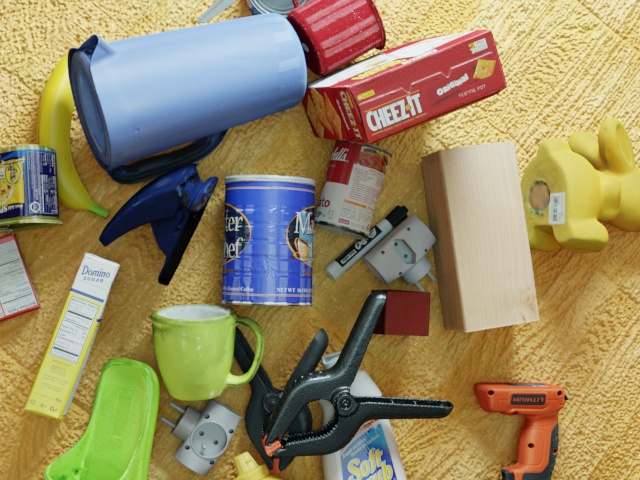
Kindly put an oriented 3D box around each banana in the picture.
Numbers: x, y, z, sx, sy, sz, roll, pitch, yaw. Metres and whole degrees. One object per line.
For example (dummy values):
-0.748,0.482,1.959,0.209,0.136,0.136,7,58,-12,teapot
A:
-0.283,-0.118,1.191,0.069,0.037,0.198,-7,91,-31,banana

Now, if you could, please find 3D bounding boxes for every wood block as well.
0.183,-0.004,1.235,0.090,0.090,0.206,-8,90,-10,wood block

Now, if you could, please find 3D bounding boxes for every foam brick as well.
0.090,0.083,1.222,0.053,0.078,0.051,4,86,-10,foam brick

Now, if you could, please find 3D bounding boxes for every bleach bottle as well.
0.040,0.252,1.216,0.102,0.068,0.251,-16,88,-10,bleach bottle

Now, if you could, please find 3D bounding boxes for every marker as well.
0.056,0.001,1.248,0.121,0.020,0.020,-41,95,-9,marker

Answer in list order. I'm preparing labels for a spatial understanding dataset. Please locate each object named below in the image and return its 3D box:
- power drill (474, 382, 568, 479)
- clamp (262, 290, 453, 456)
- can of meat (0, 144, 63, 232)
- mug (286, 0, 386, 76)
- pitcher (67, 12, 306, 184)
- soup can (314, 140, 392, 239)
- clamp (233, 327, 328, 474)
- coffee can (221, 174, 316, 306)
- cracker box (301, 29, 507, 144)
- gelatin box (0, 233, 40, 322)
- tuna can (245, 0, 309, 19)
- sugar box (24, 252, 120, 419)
0.218,0.261,1.248,0.184,0.057,0.187,0,91,-13,power drill
0.034,0.178,1.169,0.210,0.036,0.164,-39,102,-2,clamp
-0.329,-0.055,1.151,0.102,0.057,0.084,-6,85,31,can of meat
0.009,-0.248,1.196,0.081,0.093,0.117,-31,101,-11,mug
-0.143,-0.162,1.164,0.242,0.149,0.145,-18,88,-21,pitcher
0.036,-0.058,1.223,0.068,0.068,0.102,16,86,-9,soup can
-0.039,0.174,1.201,0.120,0.039,0.171,-9,93,25,clamp
-0.058,0.001,1.188,0.102,0.103,0.140,2,88,-9,coffee can
0.082,-0.165,1.160,0.164,0.214,0.072,-24,103,-11,cracker box
-0.357,0.045,1.174,0.073,0.030,0.089,-20,91,-11,gelatin box
-0.047,-0.293,1.235,0.086,0.034,0.086,0,88,-9,tuna can
-0.267,0.102,1.155,0.048,0.093,0.176,18,84,-9,sugar box
